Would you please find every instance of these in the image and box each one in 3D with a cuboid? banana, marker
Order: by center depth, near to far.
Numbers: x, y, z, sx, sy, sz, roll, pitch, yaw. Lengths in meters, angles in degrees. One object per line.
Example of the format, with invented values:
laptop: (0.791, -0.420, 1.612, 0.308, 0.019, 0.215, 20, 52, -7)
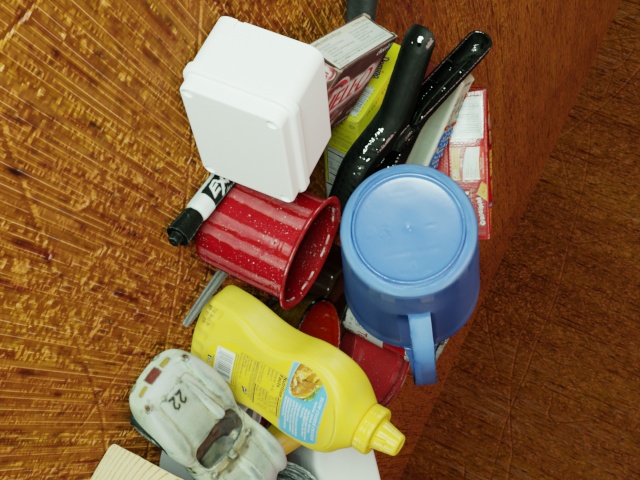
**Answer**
marker: (-0.074, -0.040, 0.769, 0.121, 0.020, 0.020, -56, 162, -33)
banana: (-0.023, 0.192, 1.102, 0.069, 0.037, 0.197, -44, 173, 6)

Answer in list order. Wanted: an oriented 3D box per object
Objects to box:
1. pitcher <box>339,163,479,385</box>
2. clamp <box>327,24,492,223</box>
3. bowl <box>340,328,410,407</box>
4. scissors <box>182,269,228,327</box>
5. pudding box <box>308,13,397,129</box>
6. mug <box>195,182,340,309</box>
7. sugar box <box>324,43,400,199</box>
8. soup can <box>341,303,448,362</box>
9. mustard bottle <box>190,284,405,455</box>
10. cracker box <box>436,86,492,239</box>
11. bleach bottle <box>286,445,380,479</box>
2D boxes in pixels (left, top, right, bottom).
pitcher: (0.080, 0.026, 0.934, 0.145, 0.149, 0.243, -50, 168, -6)
clamp: (0.064, -0.101, 0.926, 0.210, 0.036, 0.164, -55, 162, 16)
bowl: (0.033, 0.119, 1.219, 0.055, 0.162, 0.162, 14, 103, -35)
scissors: (-0.056, 0.001, 0.903, 0.201, 0.016, 0.096, -60, 165, -18)
pudding box: (0.006, -0.122, 0.836, 0.090, 0.039, 0.113, -55, 174, 35)
mug: (-0.036, -0.012, 0.820, 0.117, 0.081, 0.093, -47, 156, -50)
sugar box: (0.042, -0.104, 1.015, 0.093, 0.048, 0.176, -56, 161, -21)
soup can: (0.082, 0.084, 1.115, 0.068, 0.102, 0.068, -54, 162, -28)
mustard bottle: (-0.016, 0.119, 0.873, 0.058, 0.192, 0.096, -36, 148, -48)
cracker box: (0.162, -0.094, 1.241, 0.213, 0.072, 0.164, -46, 133, -78)
bleach bottle: (-0.009, 0.249, 1.211, 0.251, 0.068, 0.102, 176, -101, -71)
